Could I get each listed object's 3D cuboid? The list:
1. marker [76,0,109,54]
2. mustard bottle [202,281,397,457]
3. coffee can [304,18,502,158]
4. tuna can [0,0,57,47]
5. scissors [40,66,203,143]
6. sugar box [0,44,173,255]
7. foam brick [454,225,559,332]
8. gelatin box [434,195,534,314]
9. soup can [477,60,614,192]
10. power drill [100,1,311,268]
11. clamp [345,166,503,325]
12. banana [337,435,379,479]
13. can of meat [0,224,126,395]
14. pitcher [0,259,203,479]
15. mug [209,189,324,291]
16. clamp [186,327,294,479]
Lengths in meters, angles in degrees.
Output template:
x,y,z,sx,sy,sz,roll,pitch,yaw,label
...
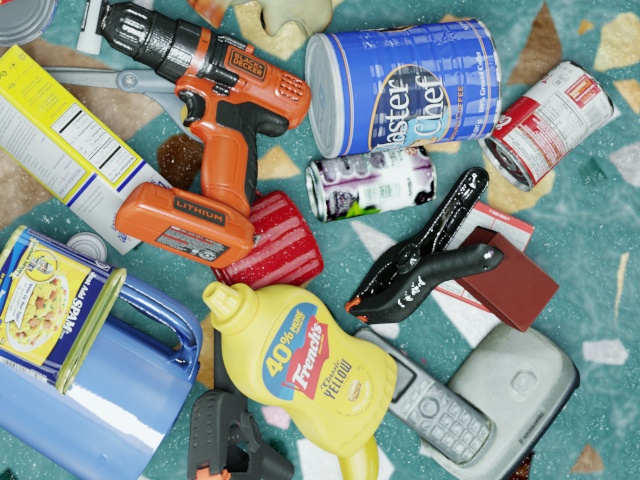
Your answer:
x,y,z,sx,sy,sz,roll,pitch,yaw,label
-0.182,-0.217,0.890,0.020,0.020,0.121,12,94,-10,marker
-0.022,0.091,0.856,0.191,0.058,0.096,41,70,-32,mustard bottle
0.067,-0.127,0.891,0.140,0.103,0.103,-8,97,-12,coffee can
-0.259,-0.202,0.873,0.086,0.034,0.086,-1,96,-9,tuna can
-0.151,-0.117,0.907,0.201,0.016,0.096,-12,97,-7,scissors
-0.201,-0.069,0.864,0.176,0.093,0.048,41,62,-12,sugar box
0.155,0.032,0.921,0.078,0.051,0.053,41,87,-12,foam brick
0.140,0.013,0.959,0.073,0.030,0.089,23,92,-12,gelatin box
0.198,-0.101,0.937,0.102,0.068,0.068,-41,100,-3,soup can
-0.102,-0.085,0.837,0.184,0.057,0.187,21,61,-20,power drill
0.089,0.023,0.903,0.039,0.120,0.172,35,114,-18,clamp
0.003,0.148,0.936,0.037,0.069,0.198,-25,99,34,banana
-0.203,0.050,0.784,0.084,0.057,0.102,26,76,-3,can of meat
-0.222,0.088,0.861,0.242,0.145,0.149,33,64,-8,pitcher
-0.056,0.001,0.905,0.081,0.093,0.117,-29,64,-10,mug
-0.065,0.164,0.863,0.036,0.210,0.164,-18,105,10,clamp
